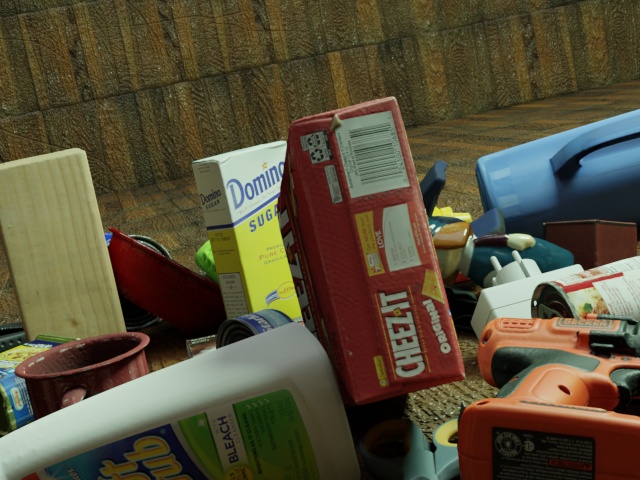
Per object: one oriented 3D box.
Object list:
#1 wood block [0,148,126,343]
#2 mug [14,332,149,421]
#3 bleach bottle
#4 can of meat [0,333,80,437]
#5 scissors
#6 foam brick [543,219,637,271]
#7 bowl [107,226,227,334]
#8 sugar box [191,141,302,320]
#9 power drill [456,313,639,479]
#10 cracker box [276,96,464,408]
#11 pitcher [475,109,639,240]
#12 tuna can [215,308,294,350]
[{"bbox_3d":[-0.244,0.024,0.998,0.090,0.206,0.091,-14,10,-15],"label":"wood block"},{"bbox_3d":[-0.155,0.118,0.725,0.093,0.081,0.117,-12,9,-3],"label":"mug"},{"bbox_3d":[-0.109,0.133,0.592,0.250,0.102,0.068,-20,21,-14],"label":"bleach bottle"},{"bbox_3d":[-0.246,0.121,0.893,0.083,0.057,0.102,-22,14,-38],"label":"can of meat"},{"bbox_3d":[0.072,0.131,0.583,0.096,0.016,0.202,-12,10,-7],"label":"scissors"},{"bbox_3d":[0.237,0.010,0.936,0.053,0.051,0.078,-3,-4,43],"label":"foam brick"},{"bbox_3d":[-0.154,0.048,1.069,0.162,0.055,0.162,29,-6,3],"label":"bowl"},{"bbox_3d":[-0.056,0.001,1.003,0.048,0.176,0.093,-2,13,43],"label":"sugar box"},{"bbox_3d":[0.163,0.090,0.588,0.185,0.057,0.187,0,11,23],"label":"power drill"},{"bbox_3d":[0.022,0.021,0.682,0.072,0.164,0.214,-13,-8,-6],"label":"cracker box"},{"bbox_3d":[0.293,-0.069,1.133,0.243,0.149,0.145,-14,21,7],"label":"pitcher"},{"bbox_3d":[-0.037,0.091,0.735,0.033,0.086,0.086,-16,10,-32],"label":"tuna can"}]
